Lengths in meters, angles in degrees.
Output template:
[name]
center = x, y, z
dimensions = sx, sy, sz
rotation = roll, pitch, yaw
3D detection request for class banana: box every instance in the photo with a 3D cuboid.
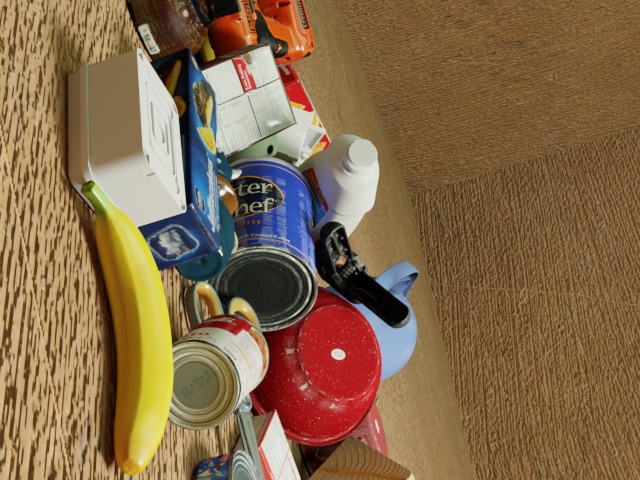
[banana]
center = -0.127, 0.060, 0.709
dimensions = 0.069, 0.037, 0.198
rotation = 20, 51, -57

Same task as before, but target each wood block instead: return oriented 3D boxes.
[wood block]
center = 0.064, 0.310, 1.114
dimensions = 0.091, 0.090, 0.206
rotation = 24, -30, 41

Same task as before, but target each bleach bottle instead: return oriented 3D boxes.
[bleach bottle]
center = 0.008, -0.053, 1.106
dimensions = 0.251, 0.068, 0.102
rotation = 129, -50, -68

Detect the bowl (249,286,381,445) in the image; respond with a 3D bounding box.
[bowl]
center = 0.004, 0.112, 1.023
dimensions = 0.161, 0.055, 0.162
rotation = 12, 67, -30

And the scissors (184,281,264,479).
[scissors]
center = -0.061, 0.127, 0.908
dimensions = 0.096, 0.016, 0.202
rotation = -6, 70, -61

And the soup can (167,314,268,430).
[soup can]
center = -0.082, 0.098, 0.802
dimensions = 0.102, 0.068, 0.068
rotation = -37, 110, -79

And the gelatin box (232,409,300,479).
[gelatin box]
center = -0.047, 0.200, 0.941
dimensions = 0.089, 0.030, 0.073
rotation = -64, 136, -76

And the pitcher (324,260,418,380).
[pitcher]
center = 0.031, 0.102, 1.214
dimensions = 0.242, 0.145, 0.149
rotation = -1, 87, -75

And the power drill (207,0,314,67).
[power drill]
center = -0.077, -0.258, 1.156
dimensions = 0.187, 0.057, 0.184
rotation = -23, 101, -66

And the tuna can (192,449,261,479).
[tuna can]
center = -0.066, 0.204, 0.808
dimensions = 0.086, 0.034, 0.086
rotation = -17, 90, -81

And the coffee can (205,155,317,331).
[coffee can]
center = -0.057, 0.001, 1.007
dimensions = 0.140, 0.103, 0.103
rotation = -94, 165, -51

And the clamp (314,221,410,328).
[clamp]
center = 0.022, 0.024, 1.049
dimensions = 0.120, 0.039, 0.172
rotation = 59, -14, -16

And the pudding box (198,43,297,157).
[pudding box]
center = -0.088, -0.135, 1.050
dimensions = 0.039, 0.113, 0.090
rotation = 13, -54, 59

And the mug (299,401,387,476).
[mug]
center = 0.024, 0.216, 1.168
dimensions = 0.117, 0.081, 0.093
rotation = -56, 129, -78
